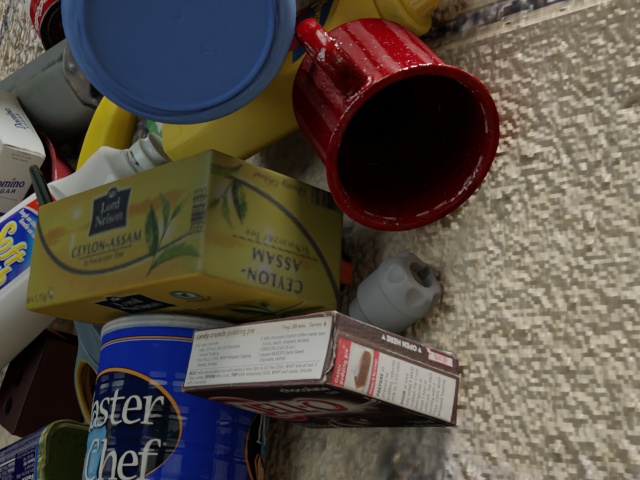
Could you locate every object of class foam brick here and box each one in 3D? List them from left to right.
[{"bbox_3d":[-0.204,0.108,0.798,0.053,0.051,0.078,17,87,53],"label":"foam brick"}]

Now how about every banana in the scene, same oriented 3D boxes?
[{"bbox_3d":[-0.168,-0.027,0.820,0.070,0.037,0.198,-1,81,54],"label":"banana"}]

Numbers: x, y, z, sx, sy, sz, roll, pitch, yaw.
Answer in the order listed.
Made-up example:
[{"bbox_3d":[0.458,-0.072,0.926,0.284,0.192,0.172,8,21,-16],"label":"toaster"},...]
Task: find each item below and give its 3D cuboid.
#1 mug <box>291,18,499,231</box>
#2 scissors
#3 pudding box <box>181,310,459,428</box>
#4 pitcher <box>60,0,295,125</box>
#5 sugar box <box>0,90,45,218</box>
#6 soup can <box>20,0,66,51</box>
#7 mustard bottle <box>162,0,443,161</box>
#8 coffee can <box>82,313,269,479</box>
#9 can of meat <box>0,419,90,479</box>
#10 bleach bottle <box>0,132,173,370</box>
[{"bbox_3d":[0.026,-0.071,0.550,0.093,0.117,0.081,-44,37,10],"label":"mug"},{"bbox_3d":[-0.141,0.052,0.695,0.096,0.016,0.202,12,117,37],"label":"scissors"},{"bbox_3d":[-0.001,0.068,0.534,0.114,0.089,0.039,-14,62,47],"label":"pudding box"},{"bbox_3d":[-0.066,-0.159,0.587,0.243,0.145,0.149,-102,23,-63],"label":"pitcher"},{"bbox_3d":[-0.291,-0.030,0.877,0.176,0.048,0.093,-53,48,20],"label":"sugar box"},{"bbox_3d":[-0.231,-0.209,0.969,0.068,0.068,0.102,-57,38,16],"label":"soup can"},{"bbox_3d":[-0.007,-0.107,0.636,0.192,0.058,0.096,-26,27,32],"label":"mustard bottle"},{"bbox_3d":[-0.081,0.122,0.597,0.103,0.102,0.140,-18,60,46],"label":"coffee can"},{"bbox_3d":[-0.157,0.155,0.678,0.084,0.101,0.057,-29,54,37],"label":"can of meat"},{"bbox_3d":[-0.202,0.009,0.765,0.251,0.068,0.103,-40,45,16],"label":"bleach bottle"}]
